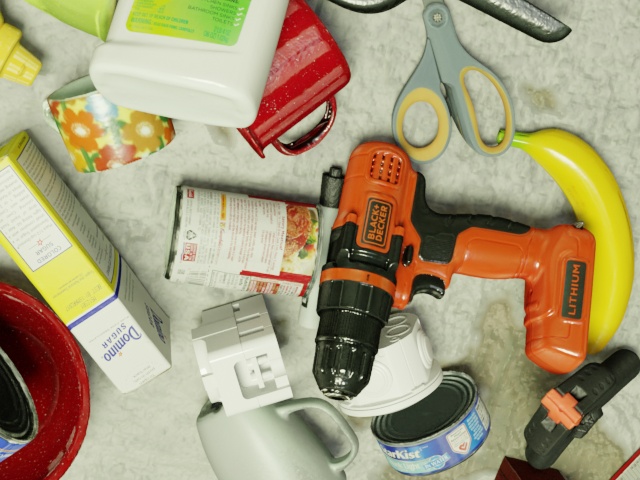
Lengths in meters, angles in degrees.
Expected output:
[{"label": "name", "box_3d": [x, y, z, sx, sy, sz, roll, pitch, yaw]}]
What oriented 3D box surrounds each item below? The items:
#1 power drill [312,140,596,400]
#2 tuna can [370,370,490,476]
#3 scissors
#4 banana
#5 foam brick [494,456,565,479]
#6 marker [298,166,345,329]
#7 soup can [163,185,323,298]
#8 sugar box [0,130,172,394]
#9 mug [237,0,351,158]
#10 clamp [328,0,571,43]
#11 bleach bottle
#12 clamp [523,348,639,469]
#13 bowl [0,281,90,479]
[{"label": "power drill", "box_3d": [0.091, 0.035, 0.736, 0.187, 0.057, 0.184, 15, 71, -11]}, {"label": "tuna can", "box_3d": [0.083, 0.137, 0.798, 0.086, 0.086, 0.033, -27, 110, -1]}, {"label": "scissors", "box_3d": [0.068, -0.141, 0.750, 0.096, 0.016, 0.201, -29, 102, 8]}, {"label": "banana", "box_3d": [0.199, -0.007, 0.803, 0.070, 0.037, 0.198, -16, 108, 27]}, {"label": "foam brick", "box_3d": [0.169, 0.214, 0.839, 0.051, 0.078, 0.053, 17, 103, -12]}, {"label": "marker", "box_3d": [0.002, 0.006, 0.781, 0.020, 0.020, 0.121, 7, 105, -11]}, {"label": "soup can", "box_3d": [-0.055, 0.001, 0.745, 0.102, 0.068, 0.068, 8, 105, -11]}, {"label": "sugar box", "box_3d": [-0.167, 0.014, 0.718, 0.048, 0.093, 0.176, -31, 108, 1]}, {"label": "mug", "box_3d": [-0.028, -0.107, 0.711, 0.081, 0.093, 0.117, -37, 126, -2]}, {"label": "clamp", "box_3d": [0.067, -0.194, 0.711, 0.210, 0.036, 0.164, -14, 99, 2]}, {"label": "bleach bottle", "box_3d": [-0.059, -0.198, 0.648, 0.102, 0.068, 0.251, 11, 75, 3]}, {"label": "clamp", "box_3d": [0.194, 0.117, 0.787, 0.039, 0.171, 0.120, 38, 86, 17]}, {"label": "bowl", "box_3d": [-0.233, 0.105, 0.741, 0.162, 0.055, 0.162, 0, 92, 3]}]
